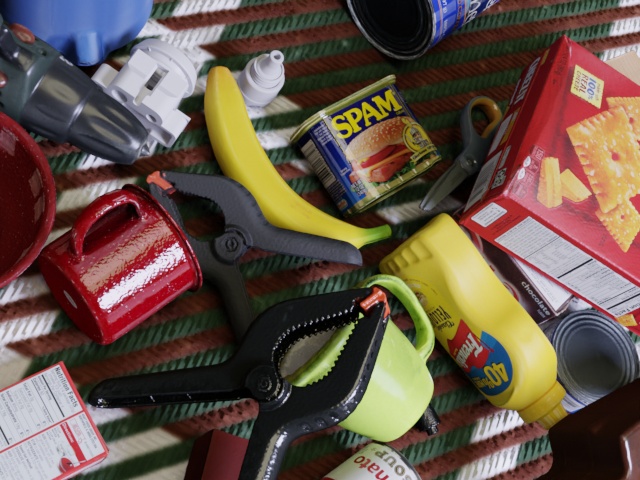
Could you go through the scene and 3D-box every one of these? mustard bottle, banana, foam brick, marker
[{"bbox_3d":[0.130,0.073,0.839,0.058,0.096,0.191,-38,87,-26],"label":"mustard bottle"},{"bbox_3d":[-0.036,-0.050,0.848,0.198,0.037,0.069,45,80,4],"label":"banana"},{"bbox_3d":[-0.067,0.178,0.743,0.053,0.051,0.078,21,64,-14],"label":"foam brick"},{"bbox_3d":[0.063,0.098,0.846,0.020,0.020,0.121,-20,78,-27],"label":"marker"}]

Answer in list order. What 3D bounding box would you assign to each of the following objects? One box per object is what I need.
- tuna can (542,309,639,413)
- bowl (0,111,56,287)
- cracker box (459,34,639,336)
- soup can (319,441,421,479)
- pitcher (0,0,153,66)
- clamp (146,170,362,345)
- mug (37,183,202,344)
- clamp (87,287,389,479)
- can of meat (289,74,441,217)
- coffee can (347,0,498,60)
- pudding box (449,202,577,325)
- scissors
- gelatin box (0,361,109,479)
[{"bbox_3d":[0.224,0.104,0.901,0.086,0.034,0.086,8,67,-19],"label":"tuna can"},{"bbox_3d":[-0.267,-0.021,0.734,0.162,0.055,0.162,8,63,-16],"label":"bowl"},{"bbox_3d":[0.235,-0.034,0.834,0.213,0.072,0.164,31,62,-9],"label":"cracker box"},{"bbox_3d":[0.019,0.198,0.761,0.102,0.069,0.068,-30,83,-29],"label":"soup can"},{"bbox_3d":[-0.177,-0.255,0.760,0.149,0.243,0.145,34,63,1],"label":"pitcher"},{"bbox_3d":[-0.055,0.001,0.809,0.120,0.039,0.171,-40,89,-9],"label":"clamp"},{"bbox_3d":[-0.144,0.013,0.744,0.081,0.117,0.093,-37,62,-25],"label":"mug"},{"bbox_3d":[-0.033,0.112,0.711,0.210,0.036,0.165,-32,65,-5],"label":"clamp"},{"bbox_3d":[0.040,-0.076,0.885,0.102,0.058,0.084,-30,86,-28],"label":"can of meat"},{"bbox_3d":[0.106,-0.237,0.947,0.140,0.103,0.103,-38,87,-29],"label":"coffee can"},{"bbox_3d":[0.142,0.022,0.867,0.039,0.090,0.113,-40,88,-30],"label":"pudding box"},{"bbox_3d":[0.137,-0.054,0.901,0.096,0.016,0.201,42,39,-15],"label":"scissors"},{"bbox_3d":[-0.198,0.134,0.720,0.089,0.030,0.073,-25,80,-28],"label":"gelatin box"}]
